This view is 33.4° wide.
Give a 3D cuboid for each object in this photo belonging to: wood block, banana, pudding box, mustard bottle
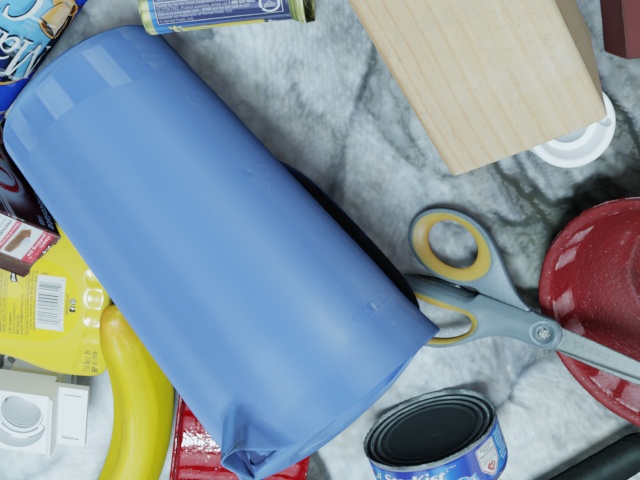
[{"bbox_3d":[0.062,-0.146,0.539,0.090,0.090,0.206,-20,125,23],"label":"wood block"},{"bbox_3d":[-0.120,0.118,0.658,0.037,0.069,0.198,27,118,22],"label":"banana"},{"bbox_3d":[-0.202,-0.039,0.589,0.039,0.113,0.089,-45,140,16],"label":"pudding box"},{"bbox_3d":[-0.219,0.025,0.651,0.191,0.058,0.096,6,103,-1],"label":"mustard bottle"}]

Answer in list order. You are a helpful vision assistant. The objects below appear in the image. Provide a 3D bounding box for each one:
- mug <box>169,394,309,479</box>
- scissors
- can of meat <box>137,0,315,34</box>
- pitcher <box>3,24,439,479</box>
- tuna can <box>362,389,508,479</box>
[{"bbox_3d":[-0.051,0.125,0.670,0.081,0.093,0.117,7,138,-6],"label":"mug"},{"bbox_3d":[0.129,0.035,0.640,0.202,0.016,0.096,7,97,19],"label":"scissors"},{"bbox_3d":[-0.049,-0.142,0.576,0.084,0.102,0.057,-5,102,5],"label":"can of meat"},{"bbox_3d":[-0.054,0.001,0.589,0.145,0.149,0.243,-39,82,-5],"label":"pitcher"},{"bbox_3d":[0.072,0.130,0.664,0.086,0.086,0.034,-18,108,6],"label":"tuna can"}]
